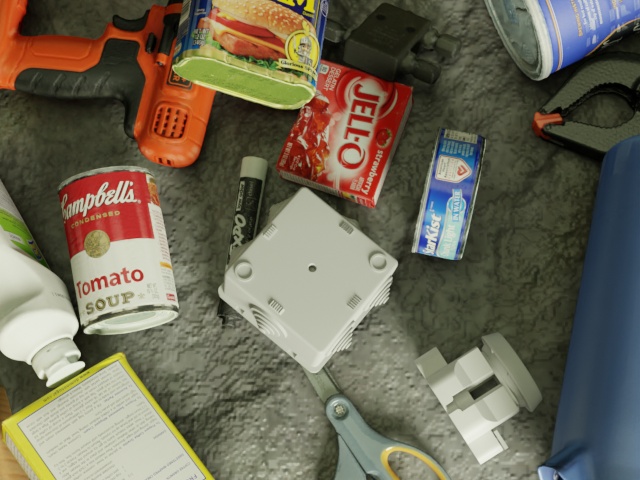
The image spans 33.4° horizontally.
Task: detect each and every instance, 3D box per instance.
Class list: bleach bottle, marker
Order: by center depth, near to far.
[{"bbox_3d":[-0.239,-0.010,0.725,0.068,0.102,0.251,-38,73,5],"label":"bleach bottle"},{"bbox_3d":[-0.055,0.001,0.750,0.020,0.020,0.121,7,78,7],"label":"marker"}]

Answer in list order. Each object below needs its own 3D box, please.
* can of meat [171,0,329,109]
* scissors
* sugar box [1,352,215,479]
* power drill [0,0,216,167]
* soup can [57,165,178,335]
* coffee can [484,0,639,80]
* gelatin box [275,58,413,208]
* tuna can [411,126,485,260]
[{"bbox_3d":[-0.046,-0.144,0.725,0.102,0.058,0.084,14,76,-23],"label":"can of meat"},{"bbox_3d":[0.005,0.133,0.716,0.202,0.016,0.096,42,84,13],"label":"scissors"},{"bbox_3d":[-0.119,0.168,0.692,0.093,0.048,0.176,-32,77,-27],"label":"sugar box"},{"bbox_3d":[-0.156,-0.157,0.766,0.187,0.057,0.184,12,78,0],"label":"power drill"},{"bbox_3d":[-0.139,0.008,0.732,0.068,0.068,0.102,-13,77,2],"label":"soup can"},{"bbox_3d":[0.190,-0.184,0.724,0.140,0.103,0.103,-25,76,0],"label":"coffee can"},{"bbox_3d":[0.018,-0.076,0.754,0.073,0.030,0.089,19,80,9],"label":"gelatin box"},{"bbox_3d":[0.085,-0.031,0.709,0.034,0.086,0.086,12,79,6],"label":"tuna can"}]
